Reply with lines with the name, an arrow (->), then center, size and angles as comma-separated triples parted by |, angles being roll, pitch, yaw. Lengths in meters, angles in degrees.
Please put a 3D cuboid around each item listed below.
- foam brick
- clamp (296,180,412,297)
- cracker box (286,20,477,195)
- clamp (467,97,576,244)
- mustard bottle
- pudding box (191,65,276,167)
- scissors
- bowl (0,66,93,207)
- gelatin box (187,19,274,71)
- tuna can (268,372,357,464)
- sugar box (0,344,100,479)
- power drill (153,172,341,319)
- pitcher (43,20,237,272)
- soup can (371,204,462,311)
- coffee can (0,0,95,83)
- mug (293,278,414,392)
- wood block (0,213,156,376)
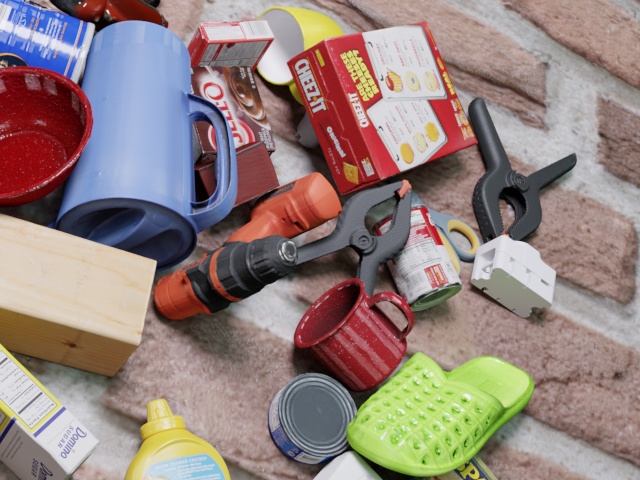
foam brick -> -0.091, -0.066, 1.117 | 0.078, 0.053, 0.051 | -26, 101, -16
clamp -> 0.047, 0.013, 1.143 | 0.171, 0.039, 0.120 | -43, 99, -5
cracker box -> 0.074, -0.156, 1.226 | 0.213, 0.072, 0.164 | -23, 91, -49
clamp -> 0.249, -0.067, 1.336 | 0.164, 0.036, 0.210 | 21, 57, -16
mustard bottle -> -0.123, 0.233, 0.945 | 0.096, 0.058, 0.192 | -6, 66, -30
pudding box -> -0.108, -0.138, 1.180 | 0.089, 0.039, 0.113 | -6, 66, -31
scissors -> 0.125, -0.044, 1.268 | 0.096, 0.016, 0.202 | -12, 70, -35
bowl -> -0.283, -0.084, 0.978 | 0.162, 0.055, 0.162 | -2, 53, 2
gelatin box -> -0.107, -0.215, 1.204 | 0.089, 0.073, 0.030 | -10, 67, -32
tuna can -> -0.008, 0.177, 1.056 | 0.086, 0.034, 0.086 | 13, 57, -22
sugar box -> -0.271, 0.135, 0.899 | 0.176, 0.093, 0.048 | 43, 52, -1
power drill -> -0.057, 0.001, 1.049 | 0.187, 0.185, 0.057 | -42, 107, -47
pitcher -> -0.176, -0.099, 1.061 | 0.149, 0.145, 0.243 | 17, 53, -28
soup can -> 0.108, 0.020, 1.188 | 0.068, 0.069, 0.102 | -11, 69, -33
coffee can -> -0.308, -0.192, 1.062 | 0.140, 0.103, 0.102 | 19, 55, -18
mug -> 0.042, 0.093, 1.075 | 0.081, 0.117, 0.093 | 47, 26, -18
wood block -> -0.265, 0.043, 0.957 | 0.205, 0.091, 0.090 | 19, 56, -19
